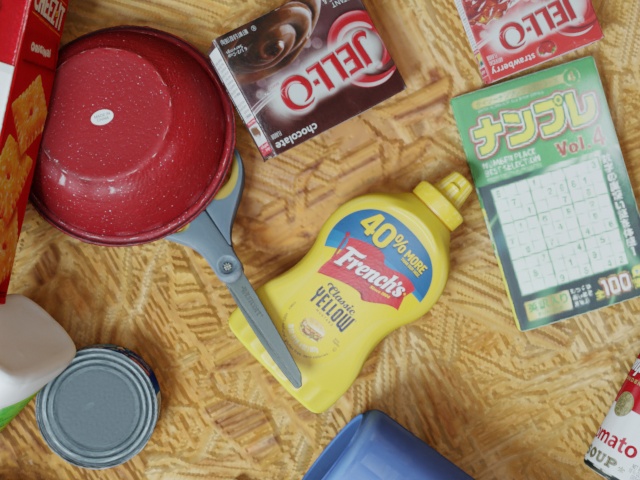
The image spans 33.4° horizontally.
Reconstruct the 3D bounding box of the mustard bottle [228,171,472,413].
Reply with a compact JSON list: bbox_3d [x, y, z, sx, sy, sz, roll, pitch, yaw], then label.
[{"bbox_3d":[0.033,0.024,0.751,0.191,0.058,0.096,-44,86,0],"label":"mustard bottle"}]

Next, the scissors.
[{"bbox_3d":[-0.055,0.001,0.740,0.202,0.016,0.096,41,81,16],"label":"scissors"}]

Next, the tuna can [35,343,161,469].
[{"bbox_3d":[-0.157,0.117,0.762,0.086,0.034,0.086,0,92,-2],"label":"tuna can"}]

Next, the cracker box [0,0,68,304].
[{"bbox_3d":[-0.264,-0.078,0.677,0.164,0.072,0.214,10,85,6],"label":"cracker box"}]

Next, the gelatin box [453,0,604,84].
[{"bbox_3d":[0.148,-0.161,0.761,0.089,0.030,0.073,-21,93,-1],"label":"gelatin box"}]

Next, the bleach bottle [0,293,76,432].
[{"bbox_3d":[-0.275,0.150,0.727,0.068,0.102,0.251,43,107,5],"label":"bleach bottle"}]

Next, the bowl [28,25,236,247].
[{"bbox_3d":[-0.141,-0.079,0.726,0.162,0.055,0.162,-1,80,5],"label":"bowl"}]

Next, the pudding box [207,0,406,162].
[{"bbox_3d":[-0.009,-0.119,0.743,0.113,0.039,0.090,-29,92,-14],"label":"pudding box"}]
